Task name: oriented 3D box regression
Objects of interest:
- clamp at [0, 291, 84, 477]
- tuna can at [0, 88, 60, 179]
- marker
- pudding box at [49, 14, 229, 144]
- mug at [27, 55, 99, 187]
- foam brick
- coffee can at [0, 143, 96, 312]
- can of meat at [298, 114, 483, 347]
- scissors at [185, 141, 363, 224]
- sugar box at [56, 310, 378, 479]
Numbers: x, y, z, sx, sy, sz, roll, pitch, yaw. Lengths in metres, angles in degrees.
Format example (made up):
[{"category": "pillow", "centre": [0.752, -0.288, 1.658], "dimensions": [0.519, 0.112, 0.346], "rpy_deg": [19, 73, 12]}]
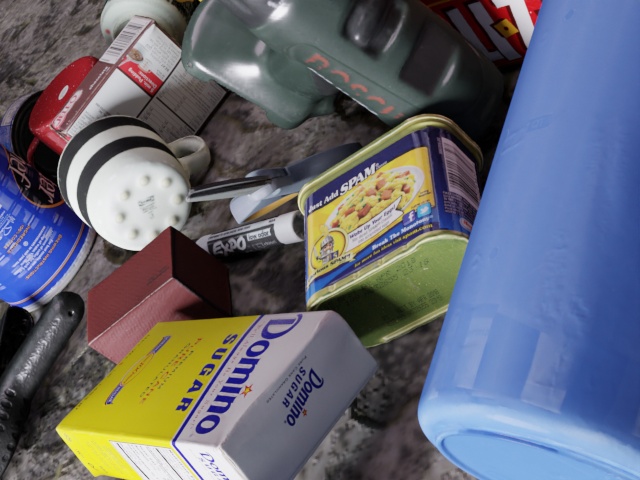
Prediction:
[{"category": "clamp", "centre": [-0.218, 0.110, 0.745], "dimensions": [0.120, 0.039, 0.171], "rpy_deg": [-31, 40, 52]}, {"category": "tuna can", "centre": [-0.233, -0.088, 0.925], "dimensions": [0.034, 0.086, 0.086], "rpy_deg": [2, 59, 52]}, {"category": "marker", "centre": [-0.054, 0.001, 0.687], "dimensions": [0.121, 0.020, 0.020], "rpy_deg": [-13, 47, 42]}, {"category": "pudding box", "centre": [-0.138, -0.102, 0.823], "dimensions": [0.113, 0.090, 0.039], "rpy_deg": [-53, 35, -7]}, {"category": "mug", "centre": [-0.192, -0.090, 0.881], "dimensions": [0.117, 0.081, 0.093], "rpy_deg": [-40, 34, 14]}, {"category": "foam brick", "centre": [-0.103, 0.041, 0.674], "dimensions": [0.078, 0.051, 0.053], "rpy_deg": [-36, 36, 20]}, {"category": "coffee can", "centre": [-0.263, -0.022, 0.842], "dimensions": [0.103, 0.140, 0.103], "rpy_deg": [-31, 37, 27]}, {"category": "can of meat", "centre": [0.038, -0.002, 0.548], "dimensions": [0.102, 0.057, 0.084], "rpy_deg": [-31, 40, 27]}, {"category": "scissors", "centre": [-0.041, -0.023, 0.583], "dimensions": [0.096, 0.016, 0.201], "rpy_deg": [-29, -4, 33]}, {"category": "sugar box", "centre": [-0.060, 0.082, 0.553], "dimensions": [0.177, 0.048, 0.093], "rpy_deg": [-13, 30, 53]}]
